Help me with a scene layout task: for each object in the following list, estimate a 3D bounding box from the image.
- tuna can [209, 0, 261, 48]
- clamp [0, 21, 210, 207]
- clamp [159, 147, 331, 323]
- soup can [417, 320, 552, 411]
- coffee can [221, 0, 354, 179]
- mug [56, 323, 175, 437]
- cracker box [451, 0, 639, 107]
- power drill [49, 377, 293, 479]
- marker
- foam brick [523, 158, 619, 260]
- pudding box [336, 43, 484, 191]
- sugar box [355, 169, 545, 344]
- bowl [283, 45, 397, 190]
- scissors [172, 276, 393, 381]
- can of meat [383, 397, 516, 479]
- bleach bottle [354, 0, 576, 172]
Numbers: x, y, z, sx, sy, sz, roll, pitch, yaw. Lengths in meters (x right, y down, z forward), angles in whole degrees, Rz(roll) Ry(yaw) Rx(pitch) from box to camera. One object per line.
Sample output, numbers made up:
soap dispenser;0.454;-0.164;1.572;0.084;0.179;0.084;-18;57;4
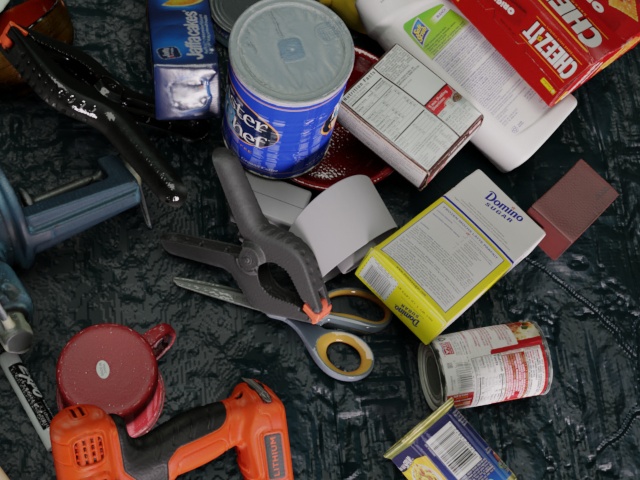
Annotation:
tuna can;-0.073;-0.232;1.079;0.086;0.034;0.086;3;67;-7
clamp;-0.188;-0.115;0.932;0.209;0.036;0.164;32;24;-21
clamp;-0.056;0.001;0.934;0.171;0.120;0.039;33;35;11
soup can;0.145;0.112;0.948;0.102;0.068;0.068;-9;69;-11
coffee can;-0.032;-0.128;0.922;0.102;0.140;0.103;3;67;-7
mug;-0.168;0.111;0.894;0.117;0.081;0.093;-38;77;-21
cracker box;0.238;-0.242;1.060;0.164;0.072;0.213;48;43;7
power drill;-0.115;0.199;0.850;0.187;0.057;0.184;-15;112;-26
marker;-0.253;0.124;0.911;0.020;0.020;0.121;-29;74;-18
foam brick;0.238;-0.029;1.030;0.078;0.051;0.053;-41;79;-21
pudding box;0.081;-0.116;0.989;0.113;0.039;0.090;40;69;11
sugar box;0.121;0.011;0.972;0.093;0.048;0.175;46;46;11
bowl;0.007;-0.110;1.027;0.162;0.055;0.162;3;67;-7
scissors;-0.033;0.079;0.964;0.201;0.016;0.096;1;67;-8
can of meat;0.107;0.188;0.893;0.057;0.102;0.084;-37;79;-21
bleach bottle;0.128;-0.187;1.043;0.251;0.068;0.102;45;69;-3
